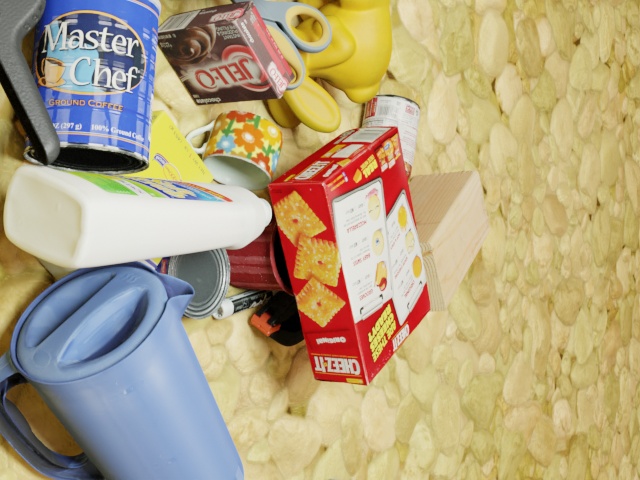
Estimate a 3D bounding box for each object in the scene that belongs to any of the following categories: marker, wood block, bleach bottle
[{"bbox_3d":[-0.068,0.060,1.117,0.120,0.020,0.020,-17,103,-52],"label":"marker"},{"bbox_3d":[0.130,-0.002,1.289,0.205,0.091,0.090,-49,129,-54],"label":"wood block"},{"bbox_3d":[-0.135,-0.022,0.904,0.250,0.103,0.068,-5,112,-55],"label":"bleach bottle"}]

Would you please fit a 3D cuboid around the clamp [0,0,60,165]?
[{"bbox_3d":[-0.256,-0.161,0.818,0.164,0.036,0.210,22,64,-19],"label":"clamp"}]

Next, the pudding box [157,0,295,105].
[{"bbox_3d":[-0.091,-0.175,1.009,0.039,0.114,0.090,-55,130,-31],"label":"pudding box"}]

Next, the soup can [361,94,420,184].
[{"bbox_3d":[0.079,-0.115,1.272,0.068,0.069,0.102,26,69,-50],"label":"soup can"}]

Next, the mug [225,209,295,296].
[{"bbox_3d":[-0.057,0.001,1.080,0.117,0.082,0.093,58,47,-35],"label":"mug"}]

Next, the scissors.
[{"bbox_3d":[-0.061,-0.246,1.053,0.096,0.016,0.202,-32,98,-16],"label":"scissors"}]

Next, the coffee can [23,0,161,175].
[{"bbox_3d":[-0.188,-0.133,0.884,0.102,0.103,0.140,14,76,-52],"label":"coffee can"}]

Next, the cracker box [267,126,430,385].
[{"bbox_3d":[0.034,0.012,1.071,0.164,0.072,0.214,-41,126,-51],"label":"cracker box"}]

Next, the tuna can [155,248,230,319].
[{"bbox_3d":[-0.127,0.033,1.027,0.085,0.034,0.086,0,90,-53],"label":"tuna can"}]

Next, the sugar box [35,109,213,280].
[{"bbox_3d":[-0.172,-0.024,0.959,0.093,0.048,0.176,54,48,-37],"label":"sugar box"}]

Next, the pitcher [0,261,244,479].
[{"bbox_3d":[-0.161,0.148,0.905,0.144,0.149,0.243,-62,144,-40],"label":"pitcher"}]

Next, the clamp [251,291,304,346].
[{"bbox_3d":[-0.003,0.062,1.163,0.171,0.039,0.120,-8,118,-53],"label":"clamp"}]
